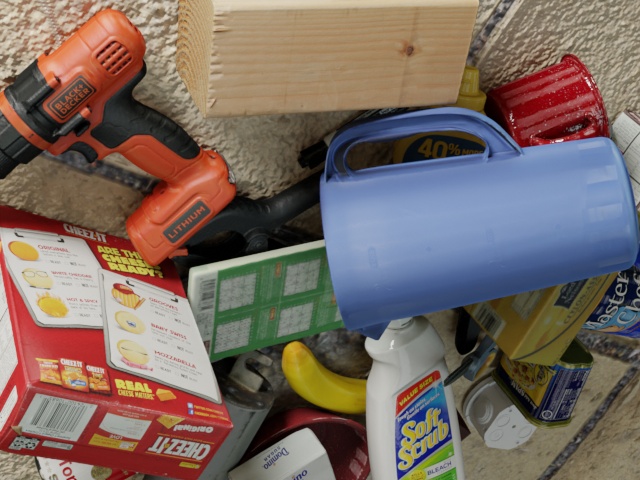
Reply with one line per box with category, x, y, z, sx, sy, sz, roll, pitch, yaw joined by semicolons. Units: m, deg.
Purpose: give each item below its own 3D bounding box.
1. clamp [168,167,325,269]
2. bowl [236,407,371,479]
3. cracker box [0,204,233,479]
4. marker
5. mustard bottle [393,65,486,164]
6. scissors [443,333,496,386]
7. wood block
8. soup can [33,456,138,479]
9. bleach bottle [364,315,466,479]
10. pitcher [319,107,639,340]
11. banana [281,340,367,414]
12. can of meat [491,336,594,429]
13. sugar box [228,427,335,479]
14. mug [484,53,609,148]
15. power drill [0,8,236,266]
clamp;-0.056;0.001;0.938;0.171;0.039;0.120;-13;125;-19
bowl;-0.027;0.226;1.111;0.162;0.055;0.162;-13;130;-17
cracker box;-0.176;0.077;0.820;0.163;0.214;0.072;18;117;-34
marker;0.033;-0.097;0.916;0.121;0.020;0.020;-32;132;0
mustard bottle;0.110;-0.061;0.942;0.096;0.058;0.192;11;114;0
scissors;0.162;0.106;1.069;0.096;0.016;0.201;-57;164;1
wood block;0.002;-0.155;0.810;0.205;0.090;0.091;-5;126;-21
soup can;-0.207;0.198;0.997;0.102;0.068;0.068;-26;132;-4
bleach bottle;0.084;0.171;1.060;0.102;0.068;0.251;-19;118;-12
pitcher;0.122;-0.020;0.858;0.243;0.145;0.149;-10;154;7
banana;0.017;0.141;1.071;0.197;0.037;0.070;21;117;-45
can of meat;0.237;0.135;1.136;0.057;0.102;0.084;-1;123;-27
sugar box;-0.025;0.270;1.072;0.093;0.048;0.176;-28;133;-14
mug;0.199;-0.102;0.929;0.081;0.117;0.093;-21;118;-3
power drill;-0.169;-0.060;0.823;0.184;0.057;0.187;-39;132;7
